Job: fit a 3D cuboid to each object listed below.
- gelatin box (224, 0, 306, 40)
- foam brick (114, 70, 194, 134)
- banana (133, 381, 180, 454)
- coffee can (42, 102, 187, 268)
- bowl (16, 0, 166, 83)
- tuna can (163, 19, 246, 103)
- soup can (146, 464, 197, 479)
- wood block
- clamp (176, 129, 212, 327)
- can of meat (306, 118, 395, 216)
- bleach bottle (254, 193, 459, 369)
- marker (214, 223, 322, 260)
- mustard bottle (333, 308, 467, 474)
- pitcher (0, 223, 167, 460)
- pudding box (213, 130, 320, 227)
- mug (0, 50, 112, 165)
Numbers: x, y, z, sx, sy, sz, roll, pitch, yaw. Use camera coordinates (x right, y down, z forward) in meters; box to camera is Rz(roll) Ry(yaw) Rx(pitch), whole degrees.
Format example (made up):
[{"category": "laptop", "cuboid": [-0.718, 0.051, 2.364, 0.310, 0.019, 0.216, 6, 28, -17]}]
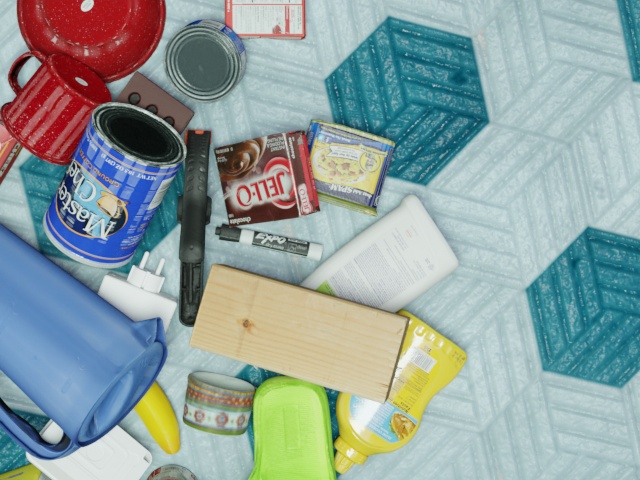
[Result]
[{"category": "gelatin box", "cuboid": [-0.060, -0.258, 1.168, 0.089, 0.030, 0.073, -1, 92, -5]}, {"category": "foam brick", "cuboid": [-0.181, -0.139, 1.152, 0.078, 0.051, 0.053, 35, 89, -7]}, {"category": "banana", "cuboid": [-0.224, 0.158, 1.177, 0.197, 0.037, 0.070, 35, 111, -5]}, {"category": "coffee can", "cuboid": [-0.213, -0.056, 1.101, 0.102, 0.102, 0.140, 29, 119, -7]}, {"category": "bowl", "cuboid": [-0.246, -0.249, 1.137, 0.162, 0.055, 0.162, 0, 94, -6]}, {"category": "tuna can", "cuboid": [-0.123, -0.193, 1.148, 0.086, 0.033, 0.086, 4, 114, 9]}, {"category": "soup can", "cuboid": [-0.162, 0.288, 1.155, 0.068, 0.102, 0.068, 0, 94, -6]}, {"category": "wood block", "cuboid": [-0.018, 0.094, 1.106, 0.206, 0.090, 0.091, 16, 89, 8]}, {"category": "clamp", "cuboid": [-0.134, -0.022, 1.133, 0.036, 0.165, 0.210, 3, 55, -7]}, {"category": "can of meat", "cuboid": [0.024, -0.081, 1.174, 0.102, 0.057, 0.084, 16, 90, -6]}, {"category": "bleach bottle", "cuboid": [0.024, 0.057, 1.180, 0.251, 0.068, 0.102, -33, 85, 1]}, {"category": "marker", "cuboid": [-0.058, 0.001, 1.190, 0.121, 0.020, 0.020, 12, 92, -6]}, {"category": "mustard bottle", "cuboid": [0.073, 0.178, 1.194, 0.096, 0.058, 0.191, 35, 89, -6]}, {"category": "pitcher", "cuboid": [-0.292, 0.096, 1.094, 0.243, 0.145, 0.149, 37, 47, 12]}, {"category": "pudding box", "cuboid": [-0.058, -0.065, 1.143, 0.039, 0.114, 0.090, -14, 95, -45]}, {"category": "mug", "cuboid": [-0.279, -0.148, 1.113, 0.082, 0.093, 0.117, -45, 78, 21]}]
